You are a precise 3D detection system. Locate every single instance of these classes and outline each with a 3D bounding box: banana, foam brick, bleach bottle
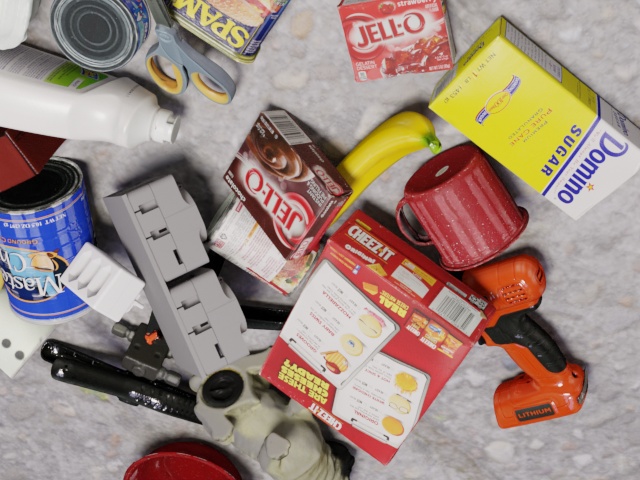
[{"bbox_3d":[0.043,-0.065,0.975,0.037,0.069,0.198,38,136,-15],"label":"banana"},{"bbox_3d":[-0.290,-0.095,1.031,0.051,0.078,0.053,-21,116,27],"label":"foam brick"},{"bbox_3d":[-0.254,-0.132,0.977,0.251,0.102,0.068,16,124,3],"label":"bleach bottle"}]

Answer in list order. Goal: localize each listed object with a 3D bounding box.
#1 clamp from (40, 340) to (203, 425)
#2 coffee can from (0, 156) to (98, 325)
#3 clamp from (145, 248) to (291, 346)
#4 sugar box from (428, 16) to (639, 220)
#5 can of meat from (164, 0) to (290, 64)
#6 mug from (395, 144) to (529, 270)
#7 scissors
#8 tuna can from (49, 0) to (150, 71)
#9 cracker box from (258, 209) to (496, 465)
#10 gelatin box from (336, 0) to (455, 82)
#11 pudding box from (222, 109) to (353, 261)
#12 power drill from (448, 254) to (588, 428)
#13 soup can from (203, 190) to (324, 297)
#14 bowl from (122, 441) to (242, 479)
[{"bbox_3d":[-0.212,0.162,1.182,0.210,0.165,0.036,22,86,-11],"label":"clamp"},{"bbox_3d":[-0.279,0.000,1.082,0.103,0.102,0.140,4,126,11],"label":"coffee can"},{"bbox_3d":[-0.125,0.061,1.131,0.172,0.039,0.120,-19,106,24],"label":"clamp"},{"bbox_3d":[0.190,-0.102,0.925,0.176,0.048,0.093,36,126,-12],"label":"sugar box"},{"bbox_3d":[-0.076,-0.214,0.903,0.102,0.057,0.084,33,125,-10],"label":"can of meat"},{"bbox_3d":[0.120,-0.030,0.973,0.117,0.093,0.081,-18,116,40],"label":"mug"},{"bbox_3d":[-0.112,-0.167,0.904,0.096,0.016,0.202,24,162,-2],"label":"scissors"},{"bbox_3d":[-0.199,-0.196,0.960,0.086,0.033,0.086,7,127,9],"label":"tuna can"},{"bbox_3d":[0.051,0.098,1.043,0.164,0.072,0.214,35,134,9],"label":"cracker box"},{"bbox_3d":[0.065,-0.178,0.910,0.089,0.030,0.073,-5,124,17],"label":"gelatin box"},{"bbox_3d":[-0.032,-0.052,0.988,0.113,0.039,0.090,53,130,23],"label":"pudding box"},{"bbox_3d":[0.170,0.107,1.077,0.185,0.057,0.187,-19,120,34],"label":"power drill"},{"bbox_3d":[-0.057,0.001,1.049,0.102,0.068,0.069,33,127,-11],"label":"soup can"},{"bbox_3d":[-0.156,0.297,1.301,0.162,0.055,0.162,7,127,9],"label":"bowl"}]
